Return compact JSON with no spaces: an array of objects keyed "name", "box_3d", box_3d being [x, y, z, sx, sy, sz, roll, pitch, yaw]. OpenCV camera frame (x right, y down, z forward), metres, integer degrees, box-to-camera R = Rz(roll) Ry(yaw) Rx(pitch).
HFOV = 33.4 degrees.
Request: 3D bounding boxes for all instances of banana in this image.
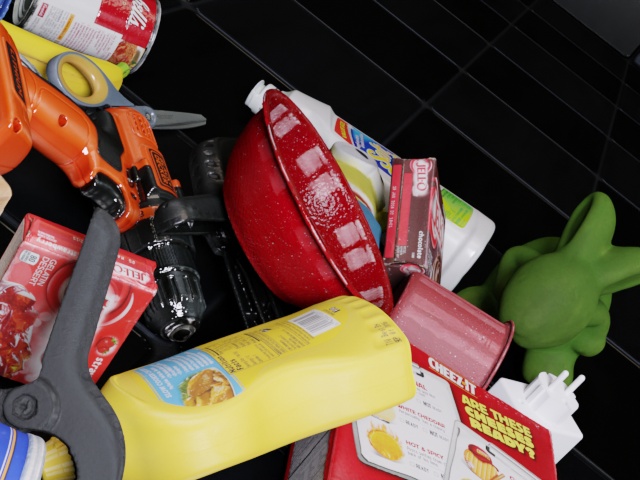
[{"name":"banana","box_3d":[-0.227,-0.144,0.803,0.197,0.037,0.070,20,13,-34]}]

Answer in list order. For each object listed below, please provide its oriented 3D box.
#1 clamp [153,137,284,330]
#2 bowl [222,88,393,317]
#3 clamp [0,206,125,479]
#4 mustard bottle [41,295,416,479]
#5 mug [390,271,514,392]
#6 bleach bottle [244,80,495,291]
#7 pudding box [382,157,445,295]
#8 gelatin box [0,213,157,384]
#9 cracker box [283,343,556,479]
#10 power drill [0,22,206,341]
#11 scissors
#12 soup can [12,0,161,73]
[{"name":"clamp","box_3d":[-0.055,0.001,0.715,0.210,0.036,0.164,-93,159,-61]},{"name":"bowl","box_3d":[-0.015,-0.013,0.676,0.162,0.055,0.162,56,15,-24]},{"name":"clamp","box_3d":[-0.145,0.072,0.482,0.120,0.039,0.171,-6,77,-8]},{"name":"mustard bottle","box_3d":[-0.053,0.084,0.555,0.191,0.058,0.096,-17,19,-22]},{"name":"mug","box_3d":[0.079,0.076,0.777,0.081,0.093,0.117,32,-3,0]},{"name":"bleach bottle","box_3d":[0.036,-0.058,0.960,0.251,0.068,0.102,37,25,4]},{"name":"pudding box","box_3d":[0.075,-0.001,0.839,0.039,0.113,0.090,4,68,10]},{"name":"gelatin box","box_3d":[-0.137,0.037,0.554,0.073,0.089,0.030,25,28,-25]},{"name":"cracker box","box_3d":[0.061,0.157,0.628,0.164,0.072,0.213,33,25,-10]},{"name":"power drill","box_3d":[-0.147,-0.037,0.646,0.187,0.057,0.184,40,20,-54]},{"name":"scissors","box_3d":[-0.149,-0.110,0.826,0.096,0.016,0.201,66,25,-11]},{"name":"soup can","box_3d":[-0.192,-0.187,0.877,0.102,0.069,0.068,20,31,-31]}]
